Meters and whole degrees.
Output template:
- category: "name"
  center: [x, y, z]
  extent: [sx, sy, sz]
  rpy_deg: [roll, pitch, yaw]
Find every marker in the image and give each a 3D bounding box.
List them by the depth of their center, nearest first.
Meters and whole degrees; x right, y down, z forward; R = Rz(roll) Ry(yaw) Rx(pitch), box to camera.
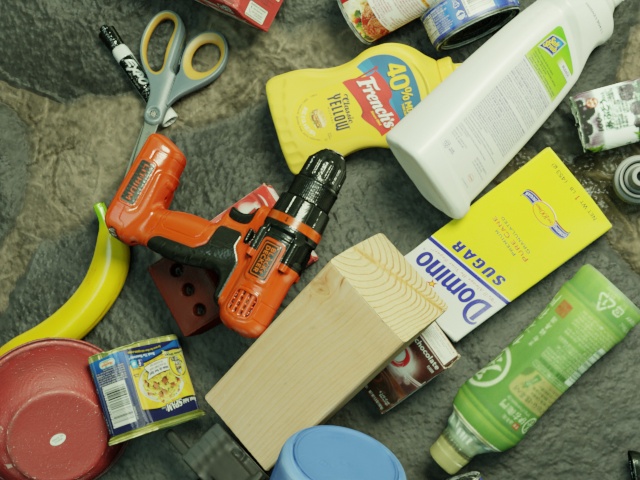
- category: "marker"
  center: [-0.183, -0.165, 1.060]
  extent: [0.020, 0.020, 0.121]
  rpy_deg: [-37, 82, 9]

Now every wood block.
- category: "wood block"
  center: [0.002, 0.099, 0.937]
  extent: [0.091, 0.090, 0.206]
  rpy_deg: [48, 125, 10]

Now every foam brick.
- category: "foam brick"
  center: [-0.120, 0.047, 1.025]
  extent: [0.053, 0.051, 0.078]
  rpy_deg: [-32, 83, 9]

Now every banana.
- category: "banana"
  center: [-0.245, 0.060, 1.060]
  extent: [0.070, 0.037, 0.198]
  rpy_deg: [37, 96, 16]

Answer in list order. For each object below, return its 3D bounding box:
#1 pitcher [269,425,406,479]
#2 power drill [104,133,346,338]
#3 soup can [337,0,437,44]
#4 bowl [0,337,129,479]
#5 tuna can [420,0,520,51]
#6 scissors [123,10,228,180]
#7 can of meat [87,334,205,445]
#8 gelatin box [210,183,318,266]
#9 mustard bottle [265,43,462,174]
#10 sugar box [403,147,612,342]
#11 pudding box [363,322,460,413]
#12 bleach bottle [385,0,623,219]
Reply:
- category: "pitcher"
  center: [-0.006, 0.289, 0.906]
  extent: [0.149, 0.144, 0.243]
  rpy_deg: [28, 118, 24]
- category: "power drill"
  center: [-0.087, -0.028, 0.968]
  extent: [0.188, 0.057, 0.184]
  rpy_deg: [26, 81, 20]
- category: "soup can"
  center: [0.072, -0.232, 0.973]
  extent: [0.102, 0.068, 0.068]
  rpy_deg: [-25, 84, 23]
- category: "bowl"
  center: [-0.251, 0.176, 1.009]
  extent: [0.162, 0.055, 0.162]
  rpy_deg: [-4, 103, -18]
- category: "tuna can"
  center: [0.135, -0.204, 0.960]
  extent: [0.086, 0.086, 0.034]
  rpy_deg: [-25, 85, 10]
- category: "scissors"
  center: [-0.141, -0.127, 1.033]
  extent: [0.096, 0.016, 0.202]
  rpy_deg: [2, 78, 3]
- category: "can of meat"
  center: [-0.165, 0.139, 1.007]
  extent: [0.058, 0.101, 0.084]
  rpy_deg: [-22, 81, 29]
- category: "gelatin box"
  center: [-0.057, 0.001, 1.024]
  extent: [0.073, 0.030, 0.089]
  rpy_deg: [-34, 82, 9]
- category: "mustard bottle"
  center: [0.052, -0.130, 0.989]
  extent: [0.192, 0.058, 0.096]
  rpy_deg: [-15, 98, 10]
- category: "sugar box"
  center: [0.164, 0.005, 0.969]
  extent: [0.176, 0.048, 0.093]
  rpy_deg: [-38, 82, 7]
- category: "pudding box"
  center: [0.059, 0.088, 0.975]
  extent: [0.113, 0.039, 0.090]
  rpy_deg: [52, 128, 7]
- category: "bleach bottle"
  center: [0.178, -0.139, 0.948]
  extent: [0.251, 0.102, 0.068]
  rpy_deg: [-43, 38, -5]
